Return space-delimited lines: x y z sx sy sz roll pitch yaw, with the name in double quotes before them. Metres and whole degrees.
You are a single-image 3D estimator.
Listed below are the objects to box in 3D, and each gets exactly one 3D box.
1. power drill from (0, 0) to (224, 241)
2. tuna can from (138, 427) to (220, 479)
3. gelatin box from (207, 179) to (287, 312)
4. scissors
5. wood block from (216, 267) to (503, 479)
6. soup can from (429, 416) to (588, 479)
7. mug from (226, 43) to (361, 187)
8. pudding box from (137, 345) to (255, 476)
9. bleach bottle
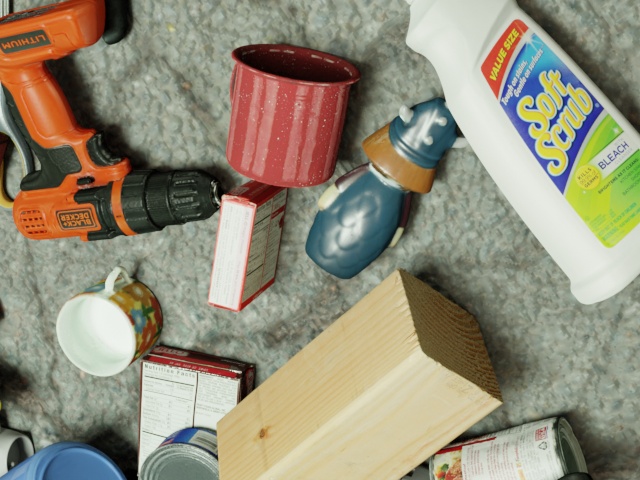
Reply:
"power drill" -0.178 -0.088 0.824 0.185 0.057 0.187 -6 113 19
"tuna can" -0.101 0.196 0.863 0.086 0.033 0.086 5 109 16
"gelatin box" -0.055 0.001 0.813 0.030 0.073 0.089 14 109 14
"scissors" -0.285 -0.123 0.888 0.096 0.016 0.202 -1 105 19
"wood block" 0.023 0.128 0.797 0.090 0.091 0.206 33 118 -31
"soup can" 0.142 0.176 0.799 0.102 0.068 0.068 -20 98 22
"mug" -0.031 -0.094 0.777 0.117 0.093 0.081 33 123 41
"pudding box" -0.105 0.151 0.893 0.090 0.039 0.113 10 107 15
"bleach bottle" 0.135 -0.083 0.715 0.102 0.068 0.251 -40 88 -15
